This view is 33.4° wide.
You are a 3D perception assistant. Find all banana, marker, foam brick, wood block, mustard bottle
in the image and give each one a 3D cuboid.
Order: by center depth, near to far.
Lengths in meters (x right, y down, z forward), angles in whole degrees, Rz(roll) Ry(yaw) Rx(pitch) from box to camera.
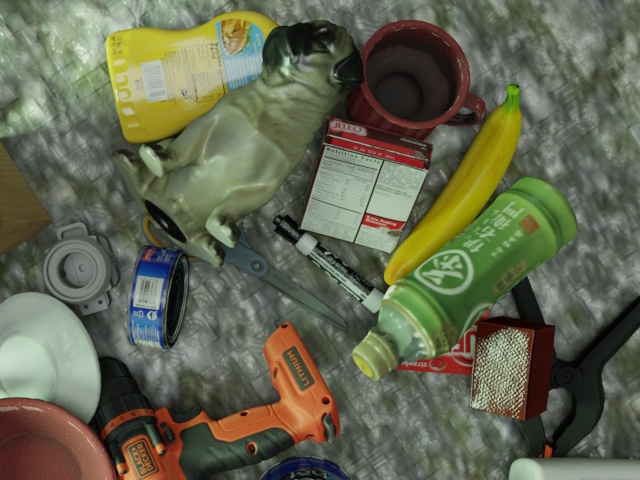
[{"bbox_3d":[-0.289,-0.026,0.829,0.090,0.206,0.091,-32,93,-1],"label":"wood block"},{"bbox_3d":[0.163,0.107,0.905,0.053,0.051,0.078,9,97,32],"label":"foam brick"},{"bbox_3d":[-0.079,-0.144,0.908,0.191,0.058,0.096,-10,94,-2],"label":"mustard bottle"},{"bbox_3d":[0.119,-0.044,0.918,0.037,0.069,0.198,37,100,35],"label":"banana"},{"bbox_3d":[0.007,0.019,0.936,0.121,0.020,0.020,40,90,-3],"label":"marker"}]

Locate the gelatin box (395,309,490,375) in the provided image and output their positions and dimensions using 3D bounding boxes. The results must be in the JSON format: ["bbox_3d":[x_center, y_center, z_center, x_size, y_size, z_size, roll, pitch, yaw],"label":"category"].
[{"bbox_3d":[0.103,0.079,0.936,0.089,0.030,0.073,6,92,-2],"label":"gelatin box"}]

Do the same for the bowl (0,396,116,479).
[{"bbox_3d":[-0.241,0.205,0.869,0.162,0.055,0.162,0,89,-1],"label":"bowl"}]

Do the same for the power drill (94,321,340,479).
[{"bbox_3d":[-0.092,0.142,0.894,0.187,0.057,0.184,-26,56,-10],"label":"power drill"}]

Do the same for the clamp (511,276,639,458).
[{"bbox_3d":[0.206,0.109,0.939,0.120,0.039,0.171,21,94,11],"label":"clamp"}]

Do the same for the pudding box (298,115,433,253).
[{"bbox_3d":[0.036,-0.045,0.893,0.090,0.114,0.039,16,47,-2],"label":"pudding box"}]

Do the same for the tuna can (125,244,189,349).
[{"bbox_3d":[-0.136,0.048,0.896,0.034,0.086,0.086,7,91,4],"label":"tuna can"}]

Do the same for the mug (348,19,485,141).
[{"bbox_3d":[0.081,-0.123,0.896,0.117,0.081,0.093,16,75,-5],"label":"mug"}]

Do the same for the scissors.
[{"bbox_3d":[-0.056,0.001,0.935,0.201,0.016,0.096,20,91,-3],"label":"scissors"}]
